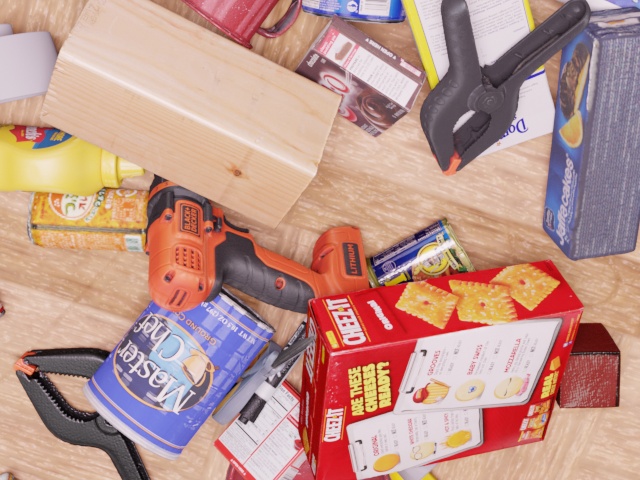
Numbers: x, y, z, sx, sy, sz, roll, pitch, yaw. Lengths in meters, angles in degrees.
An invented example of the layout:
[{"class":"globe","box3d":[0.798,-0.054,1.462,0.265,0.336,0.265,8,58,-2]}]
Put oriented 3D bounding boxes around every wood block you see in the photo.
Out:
[{"class":"wood block","box3d":[-0.101,-0.104,0.837,0.206,0.090,0.091,25,144,-11]}]

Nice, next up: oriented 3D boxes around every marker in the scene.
[{"class":"marker","box3d":[-0.035,0.114,0.957,0.020,0.020,0.121,37,83,-8]}]

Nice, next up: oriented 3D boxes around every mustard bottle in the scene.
[{"class":"mustard bottle","box3d":[-0.242,-0.069,0.894,0.191,0.096,0.058,4,105,1]}]

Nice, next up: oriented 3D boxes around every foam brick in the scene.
[{"class":"foam brick","box3d":[0.229,0.108,0.937,0.051,0.078,0.053,-2,104,3]}]

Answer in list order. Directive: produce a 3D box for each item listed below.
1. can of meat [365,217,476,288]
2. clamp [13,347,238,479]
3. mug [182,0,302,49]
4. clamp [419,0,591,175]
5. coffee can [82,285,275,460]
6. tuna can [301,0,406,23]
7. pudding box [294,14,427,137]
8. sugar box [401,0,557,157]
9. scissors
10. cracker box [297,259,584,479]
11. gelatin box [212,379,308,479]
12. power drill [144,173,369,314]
[{"class":"can of meat","box3d":[0.097,0.042,0.934,0.084,0.057,0.102,-29,103,7]},{"class":"clamp","box3d":[-0.190,0.171,0.989,0.210,0.036,0.164,24,98,-4]},{"class":"mug","box3d":[-0.060,-0.208,0.859,0.117,0.093,0.081,30,102,-38]},{"class":"clamp","box3d":[0.133,-0.122,0.816,0.120,0.039,0.172,-2,140,-12]},{"class":"coffee can","box3d":[-0.121,0.102,0.918,0.102,0.103,0.140,38,88,-8]},{"class":"tuna can","box3d":[0.028,-0.196,0.853,0.086,0.086,0.034,6,107,0]},{"class":"pudding box","box3d":[0.028,-0.129,0.859,0.090,0.114,0.039,31,78,-7]},{"class":"sugar box","box3d":[0.126,-0.149,0.848,0.093,0.048,0.176,-19,134,6]},{"class":"scissors","box3d":[-0.052,0.117,0.887,0.016,0.202,0.096,38,80,-6]},{"class":"cracker box","box3d":[0.093,0.109,0.882,0.213,0.072,0.164,-8,131,-15]},{"class":"gelatin box","box3d":[-0.041,0.177,0.962,0.089,0.030,0.073,-48,59,-3]},{"class":"power drill","box3d":[-0.056,0.001,0.891,0.187,0.184,0.057,16,131,-20]}]
